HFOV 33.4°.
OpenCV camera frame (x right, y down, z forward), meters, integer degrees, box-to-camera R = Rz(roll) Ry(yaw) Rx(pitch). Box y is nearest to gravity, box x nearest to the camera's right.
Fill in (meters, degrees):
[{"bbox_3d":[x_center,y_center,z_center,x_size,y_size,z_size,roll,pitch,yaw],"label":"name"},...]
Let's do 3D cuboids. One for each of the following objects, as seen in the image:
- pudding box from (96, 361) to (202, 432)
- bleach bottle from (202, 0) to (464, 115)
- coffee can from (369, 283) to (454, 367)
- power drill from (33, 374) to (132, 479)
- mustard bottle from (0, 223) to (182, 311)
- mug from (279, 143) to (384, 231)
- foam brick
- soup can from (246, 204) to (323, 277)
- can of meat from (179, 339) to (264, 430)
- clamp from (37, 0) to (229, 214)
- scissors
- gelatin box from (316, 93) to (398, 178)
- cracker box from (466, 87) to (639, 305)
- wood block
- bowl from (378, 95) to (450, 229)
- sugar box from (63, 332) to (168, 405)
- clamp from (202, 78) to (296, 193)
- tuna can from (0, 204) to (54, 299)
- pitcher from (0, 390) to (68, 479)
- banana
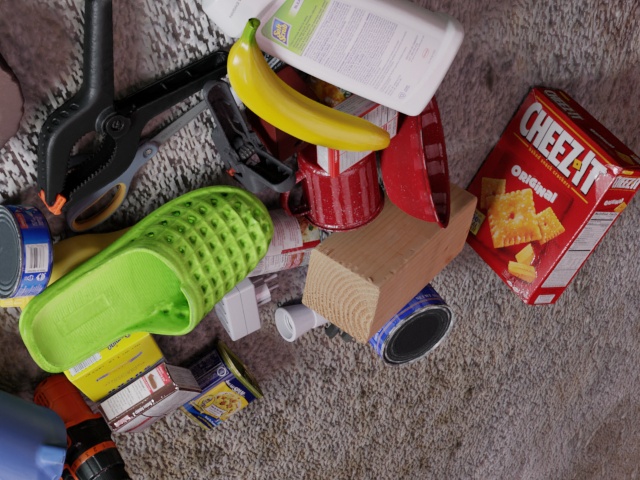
[{"bbox_3d":[-0.190,0.178,1.201,0.090,0.039,0.113,-34,169,0],"label":"pudding box"},{"bbox_3d":[-0.001,-0.200,0.941,0.250,0.068,0.103,21,107,-26],"label":"bleach bottle"},{"bbox_3d":[0.080,0.067,1.288,0.102,0.140,0.103,-23,142,-19],"label":"coffee can"},{"bbox_3d":[-0.282,0.268,1.183,0.057,0.184,0.188,-8,144,-48],"label":"power drill"},{"bbox_3d":[-0.225,0.035,1.062,0.191,0.058,0.096,-14,137,-30],"label":"mustard bottle"},{"bbox_3d":[0.009,-0.065,1.127,0.117,0.093,0.081,-24,138,-14],"label":"mug"},{"bbox_3d":[-0.035,-0.122,1.035,0.053,0.051,0.078,-36,161,-12],"label":"foam brick"},{"bbox_3d":[-0.058,0.001,1.160,0.102,0.068,0.069,-12,137,-31],"label":"soup can"},{"bbox_3d":[-0.129,0.181,1.309,0.084,0.057,0.102,-35,144,0],"label":"can of meat"},{"bbox_3d":[-0.178,-0.112,0.947,0.164,0.036,0.210,14,115,-46],"label":"clamp"},{"bbox_3d":[-0.181,-0.088,0.999,0.202,0.016,0.096,-47,144,13],"label":"scissors"},{"bbox_3d":[0.037,-0.113,1.054,0.089,0.030,0.073,-36,154,-18],"label":"gelatin box"},{"bbox_3d":[0.270,-0.052,1.297,0.071,0.164,0.214,-2,132,-42],"label":"cracker box"},{"bbox_3d":[0.081,0.010,1.205,0.205,0.091,0.090,-39,152,-39],"label":"wood block"},{"bbox_3d":[0.099,-0.089,1.153,0.055,0.162,0.162,-7,148,16],"label":"bowl"},{"bbox_3d":[-0.217,0.127,1.135,0.093,0.048,0.176,-31,163,-9],"label":"sugar box"},{"bbox_3d":[-0.066,-0.078,1.012,0.039,0.120,0.171,-32,169,-7],"label":"clamp"},{"bbox_3d":[-0.275,0.010,0.968,0.033,0.086,0.086,-4,133,-40],"label":"tuna can"},{"bbox_3d":[-0.383,0.189,1.045,0.149,0.145,0.242,-47,136,3],"label":"pitcher"},{"bbox_3d":[-0.020,-0.123,0.953,0.070,0.037,0.197,-15,145,38],"label":"banana"}]
